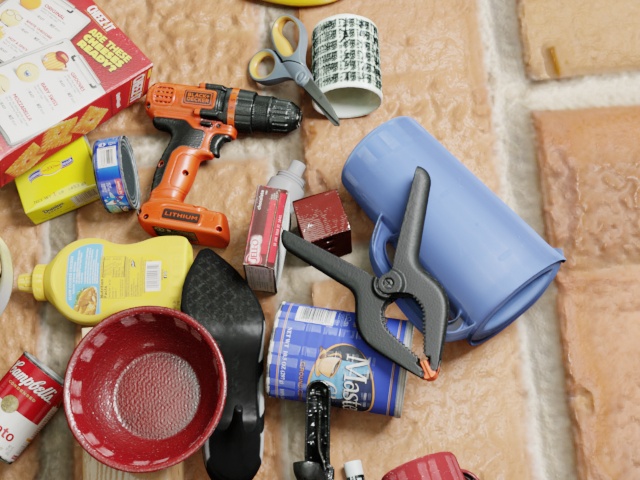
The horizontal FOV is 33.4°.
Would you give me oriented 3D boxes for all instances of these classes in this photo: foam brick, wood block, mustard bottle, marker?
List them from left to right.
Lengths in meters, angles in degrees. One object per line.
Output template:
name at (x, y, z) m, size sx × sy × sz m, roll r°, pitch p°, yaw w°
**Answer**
mustard bottle at (-0.239, 0.045, 1.178) m, size 0.191 × 0.058 × 0.096 m, roll -1°, pitch 77°, yaw 3°
wood block at (-0.193, 0.196, 1.110) m, size 0.091 × 0.090 × 0.206 m, roll -6°, pitch 72°, yaw 2°
foam brick at (0.003, -0.014, 1.171) m, size 0.053 × 0.078 × 0.051 m, roll -17°, pitch 70°, yaw -2°
marker at (0.046, 0.288, 1.100) m, size 0.020 × 0.020 × 0.121 m, roll -13°, pitch 71°, yaw -1°

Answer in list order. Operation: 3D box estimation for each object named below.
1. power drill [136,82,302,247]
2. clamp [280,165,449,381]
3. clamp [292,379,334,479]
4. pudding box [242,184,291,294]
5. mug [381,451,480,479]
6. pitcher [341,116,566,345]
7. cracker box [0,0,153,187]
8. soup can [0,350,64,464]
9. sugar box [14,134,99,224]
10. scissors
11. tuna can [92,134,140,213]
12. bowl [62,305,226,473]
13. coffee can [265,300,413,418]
power drill at (-0.123, -0.089, 1.216) m, size 0.184 × 0.057 × 0.187 m, roll 7°, pitch 70°, yaw 8°
clamp at (0.076, 0.037, 1.058) m, size 0.164 × 0.036 × 0.210 m, roll -32°, pitch 72°, yaw 5°
clamp at (-0.006, 0.237, 1.047) m, size 0.039 × 0.171 × 0.120 m, roll 3°, pitch 28°, yaw 13°
pudding box at (-0.058, 0.001, 1.151) m, size 0.039 × 0.113 × 0.090 m, roll 10°, pitch 73°, yaw 4°
mug at (0.120, 0.262, 1.074) m, size 0.117 × 0.093 × 0.081 m, roll -6°, pitch 63°, yaw -31°
pitcher at (0.126, -0.011, 1.134) m, size 0.145 × 0.149 × 0.243 m, roll -48°, pitch 69°, yaw 18°
cracker box at (-0.323, -0.184, 1.198) m, size 0.213 × 0.072 × 0.164 m, roll -38°, pitch 79°, yaw -28°
soup can at (-0.322, 0.178, 1.136) m, size 0.068 × 0.068 × 0.102 m, roll 36°, pitch 79°, yaw 14°
sugar box at (-0.321, -0.117, 1.243) m, size 0.093 × 0.048 × 0.176 m, roll -23°, pitch 73°, yaw -4°
scissors at (-0.034, -0.177, 1.214) m, size 0.096 × 0.016 × 0.202 m, roll -37°, pitch 49°, yaw 27°
tuna can at (-0.229, -0.074, 1.202) m, size 0.034 × 0.086 × 0.086 m, roll -10°, pitch 72°, yaw 2°
bowl at (-0.166, 0.148, 1.044) m, size 0.162 × 0.055 × 0.162 m, roll -2°, pitch 73°, yaw 6°
coffee can at (0.022, 0.123, 1.111) m, size 0.140 × 0.103 × 0.103 m, roll 8°, pitch 73°, yaw 6°
